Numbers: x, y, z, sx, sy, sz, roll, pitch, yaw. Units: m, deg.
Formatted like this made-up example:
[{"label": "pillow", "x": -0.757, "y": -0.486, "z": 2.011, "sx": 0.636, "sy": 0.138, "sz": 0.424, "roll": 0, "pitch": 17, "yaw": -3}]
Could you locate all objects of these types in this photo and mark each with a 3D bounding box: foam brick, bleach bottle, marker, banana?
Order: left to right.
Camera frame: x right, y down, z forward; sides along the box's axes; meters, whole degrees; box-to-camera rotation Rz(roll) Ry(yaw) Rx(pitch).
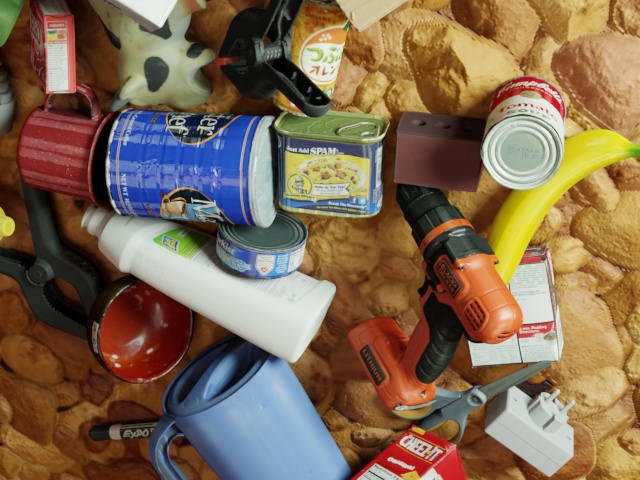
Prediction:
[{"label": "marker", "x": -0.205, "y": 0.214, "z": 1.200, "sx": 0.121, "sy": 0.020, "sz": 0.020, "roll": -7, "pitch": 115, "yaw": 17}, {"label": "bleach bottle", "x": -0.116, "y": 0.028, "z": 1.050, "sx": 0.251, "sy": 0.102, "sz": 0.068, "roll": 26, "pitch": 114, "yaw": 7}, {"label": "foam brick", "x": 0.107, "y": -0.080, "z": 0.955, "sx": 0.078, "sy": 0.053, "sz": 0.051, "roll": 8, "pitch": 118, "yaw": 9}, {"label": "banana", "x": 0.200, "y": -0.035, "z": 0.947, "sx": 0.037, "sy": 0.070, "sz": 0.198, "roll": 23, "pitch": 120, "yaw": -43}]

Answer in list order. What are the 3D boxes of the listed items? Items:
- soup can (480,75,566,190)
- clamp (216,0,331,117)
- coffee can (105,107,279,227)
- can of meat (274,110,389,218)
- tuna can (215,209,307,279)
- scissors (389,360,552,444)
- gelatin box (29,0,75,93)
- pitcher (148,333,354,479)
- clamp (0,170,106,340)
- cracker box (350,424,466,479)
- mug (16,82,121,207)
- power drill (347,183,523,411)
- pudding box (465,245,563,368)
[{"label": "soup can", "x": 0.173, "y": -0.092, "z": 0.904, "sx": 0.068, "sy": 0.102, "sz": 0.068, "roll": 6, "pitch": 118, "yaw": 11}, {"label": "clamp", "x": -0.040, "y": -0.151, "z": 0.902, "sx": 0.039, "sy": 0.172, "sz": 0.120, "roll": -4, "pitch": 86, "yaw": -25}, {"label": "coffee can", "x": -0.113, "y": -0.068, "z": 0.987, "sx": 0.140, "sy": 0.102, "sz": 0.103, "roll": 5, "pitch": 117, "yaw": 12}, {"label": "can of meat", "x": 0.010, "y": -0.070, "z": 0.982, "sx": 0.102, "sy": 0.057, "sz": 0.084, "roll": 7, "pitch": 120, "yaw": 11}, {"label": "tuna can", "x": -0.057, "y": 0.001, "z": 1.018, "sx": 0.086, "sy": 0.086, "sz": 0.034, "roll": 14, "pitch": 120, "yaw": 6}, {"label": "scissors", "x": 0.136, "y": 0.147, "z": 1.059, "sx": 0.096, "sy": 0.016, "sz": 0.202, "roll": 35, "pitch": 133, "yaw": 2}, {"label": "gelatin box", "x": -0.245, "y": -0.184, "z": 0.970, "sx": 0.030, "sy": 0.089, "sz": 0.073, "roll": -6, "pitch": 122, "yaw": -22}, {"label": "pitcher", "x": -0.055, "y": 0.228, "z": 1.105, "sx": 0.149, "sy": 0.145, "sz": 0.242, "roll": -23, "pitch": 112, "yaw": 23}, {"label": "clamp", "x": -0.299, "y": 0.030, "z": 1.119, "sx": 0.165, "sy": 0.036, "sz": 0.210, "roll": -29, "pitch": 103, "yaw": 26}, {"label": "cracker box", "x": 0.060, "y": 0.315, "z": 1.072, "sx": 0.072, "sy": 0.213, "sz": 0.164, "roll": 21, "pitch": 139, "yaw": 47}, {"label": "mug", "x": -0.234, "y": -0.094, "z": 1.011, "sx": 0.081, "sy": 0.093, "sz": 0.117, "roll": 11, "pitch": 122, "yaw": 13}, {"label": "power drill", "x": 0.093, "y": 0.055, "z": 0.992, "sx": 0.057, "sy": 0.184, "sz": 0.188, "roll": -5, "pitch": 142, "yaw": -32}, {"label": "pudding box", "x": 0.180, "y": 0.064, "z": 1.019, "sx": 0.090, "sy": 0.039, "sz": 0.113, "roll": -6, "pitch": 113, "yaw": 18}]
